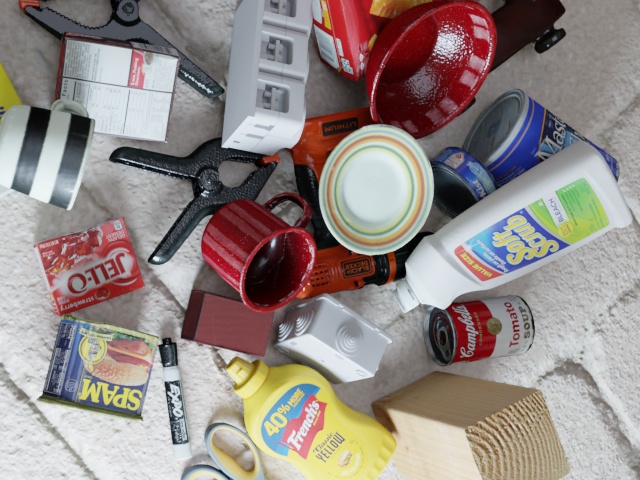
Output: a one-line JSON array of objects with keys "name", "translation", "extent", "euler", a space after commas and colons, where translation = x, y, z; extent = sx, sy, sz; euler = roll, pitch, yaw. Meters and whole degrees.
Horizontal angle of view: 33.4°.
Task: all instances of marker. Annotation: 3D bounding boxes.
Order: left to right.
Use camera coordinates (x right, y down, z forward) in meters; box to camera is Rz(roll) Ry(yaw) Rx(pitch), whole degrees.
[{"name": "marker", "translation": [-0.145, 0.157, 1.062], "extent": [0.020, 0.020, 0.121], "euler": [-8, 91, -21]}]

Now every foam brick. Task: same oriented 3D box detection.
[{"name": "foam brick", "translation": [-0.093, 0.083, 1.067], "extent": [0.078, 0.053, 0.051], "euler": [16, 82, -21]}]

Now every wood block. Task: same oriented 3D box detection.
[{"name": "wood block", "translation": [0.145, 0.197, 1.072], "extent": [0.090, 0.206, 0.090], "euler": [-24, 97, -20]}]

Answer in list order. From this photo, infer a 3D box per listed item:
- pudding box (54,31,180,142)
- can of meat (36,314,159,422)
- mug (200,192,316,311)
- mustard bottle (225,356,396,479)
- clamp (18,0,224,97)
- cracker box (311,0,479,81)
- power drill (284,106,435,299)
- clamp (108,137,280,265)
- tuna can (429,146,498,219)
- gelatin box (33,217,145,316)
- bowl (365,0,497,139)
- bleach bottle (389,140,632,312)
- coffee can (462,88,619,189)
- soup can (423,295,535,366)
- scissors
[{"name": "pudding box", "translation": [-0.197, -0.146, 1.026], "extent": [0.113, 0.039, 0.090], "euler": [7, 108, -17]}, {"name": "can of meat", "translation": [-0.207, 0.121, 1.008], "extent": [0.101, 0.058, 0.084], "euler": [21, 76, -43]}, {"name": "mug", "translation": [-0.057, 0.001, 1.051], "extent": [0.117, 0.082, 0.093], "euler": [-53, 140, -2]}, {"name": "mustard bottle", "translation": [-0.020, 0.182, 1.088], "extent": [0.191, 0.058, 0.096], "euler": [41, 90, -14]}, {"name": "clamp", "translation": [-0.185, -0.236, 1.047], "extent": [0.209, 0.036, 0.164], "euler": [7, 94, -19]}, {"name": "cracker box", "translation": [0.086, -0.287, 1.096], "extent": [0.213, 0.072, 0.164], "euler": [-35, 139, -18]}, {"name": "power drill", "translation": [0.039, -0.042, 1.120], "extent": [0.184, 0.057, 0.187], "euler": [-12, 92, -24]}, {"name": "clamp", "translation": [-0.125, -0.064, 1.068], "extent": [0.171, 0.039, 0.120], "euler": [-32, 104, -26]}, {"name": "tuna can", "translation": [0.151, -0.059, 1.149], "extent": [0.033, 0.086, 0.086], "euler": [-42, 103, -19]}, {"name": "gelatin box", "translation": [-0.222, 0.025, 1.030], "extent": [0.089, 0.030, 0.073], "euler": [-18, 95, -21]}, {"name": "bowl", "translation": [0.102, -0.183, 1.090], "extent": [0.161, 0.055, 0.162], "euler": [-26, 142, -23]}, {"name": "bleach bottle", "translation": [0.189, 0.003, 1.102], "extent": [0.251, 0.068, 0.102], "euler": [-32, 114, 2]}, {"name": "coffee can", "translation": [0.242, -0.087, 1.176], "extent": [0.140, 0.103, 0.102], "euler": [32, 77, -18]}, {"name": "soup can", "translation": [0.173, 0.097, 1.162], "extent": [0.102, 0.069, 0.068], "euler": [-5, 90, -22]}, {"name": "scissors", "translation": [-0.065, 0.277, 1.091], "extent": [0.096, 0.016, 0.201], "euler": [-38, 101, -17]}]
